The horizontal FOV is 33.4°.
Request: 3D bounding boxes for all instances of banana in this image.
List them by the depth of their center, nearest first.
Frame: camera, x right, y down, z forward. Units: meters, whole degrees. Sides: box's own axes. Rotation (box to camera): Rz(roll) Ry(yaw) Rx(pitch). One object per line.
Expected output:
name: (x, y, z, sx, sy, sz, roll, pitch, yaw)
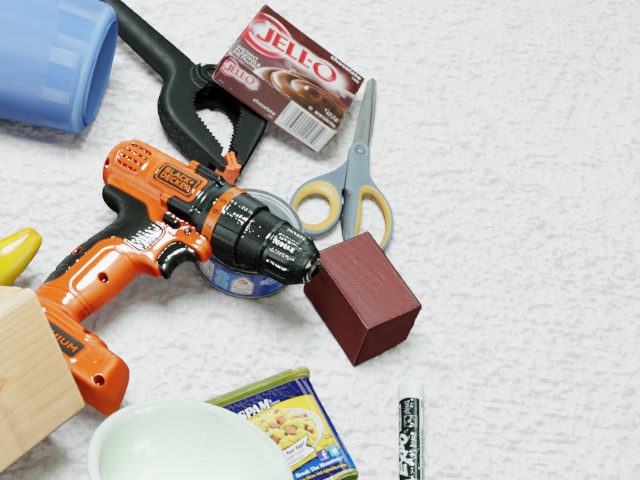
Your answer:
banana: (-0.269, 0.056, 0.717, 0.037, 0.070, 0.197, 55, 49, -8)

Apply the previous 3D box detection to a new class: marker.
marker: (0.064, 0.154, 0.749, 0.020, 0.020, 0.121, 8, 52, -7)

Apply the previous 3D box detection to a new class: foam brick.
foam brick: (0.031, 0.043, 0.804, 0.051, 0.053, 0.078, -21, 61, -26)

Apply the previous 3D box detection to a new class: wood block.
wood block: (-0.253, 0.115, 0.623, 0.090, 0.091, 0.205, 1, 28, 42)

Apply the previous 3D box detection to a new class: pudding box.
pudding box: (-0.026, -0.138, 0.911, 0.113, 0.039, 0.090, 37, 43, -10)

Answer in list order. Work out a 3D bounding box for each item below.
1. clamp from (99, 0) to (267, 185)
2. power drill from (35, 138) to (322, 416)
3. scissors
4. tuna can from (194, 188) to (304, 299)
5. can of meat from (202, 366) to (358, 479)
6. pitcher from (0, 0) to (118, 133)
clamp: (-0.090, -0.137, 0.922, 0.164, 0.036, 0.210, -8, 59, -27)
power drill: (-0.117, 0.028, 0.750, 0.185, 0.057, 0.187, 28, 62, 21)
scissors: (0.015, -0.068, 0.907, 0.096, 0.016, 0.202, 1, 53, -12)
tuna can: (-0.055, 0.001, 0.827, 0.086, 0.034, 0.086, 6, 52, -8)
can of meat: (-0.035, 0.143, 0.710, 0.102, 0.057, 0.084, -18, 62, -24)
pitcher: (-0.292, -0.163, 0.836, 0.242, 0.145, 0.149, 16, 71, -5)
